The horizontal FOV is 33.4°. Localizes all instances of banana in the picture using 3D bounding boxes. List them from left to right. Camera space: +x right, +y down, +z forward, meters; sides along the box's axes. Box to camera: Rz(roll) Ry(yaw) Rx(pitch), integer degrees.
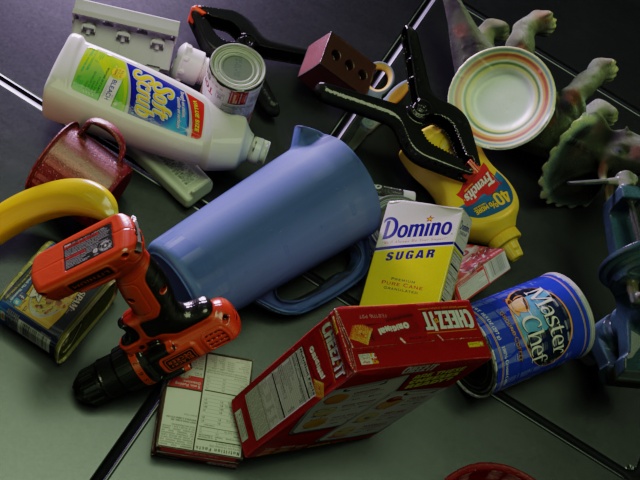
[{"bbox_3d":[-0.284,-0.027,1.092,0.198,0.037,0.069,-8,54,23],"label":"banana"}]

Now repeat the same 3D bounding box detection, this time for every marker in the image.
[{"bbox_3d":[0.054,-0.061,1.281,0.121,0.020,0.020,11,60,-11],"label":"marker"}]

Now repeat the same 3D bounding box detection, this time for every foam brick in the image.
[{"bbox_3d":[0.021,-0.208,1.317,0.078,0.051,0.053,32,60,-26],"label":"foam brick"}]

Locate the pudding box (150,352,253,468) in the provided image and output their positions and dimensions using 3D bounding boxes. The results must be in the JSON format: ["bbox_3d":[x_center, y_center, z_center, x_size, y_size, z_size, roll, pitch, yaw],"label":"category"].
[{"bbox_3d":[-0.119,0.170,1.091,0.090,0.039,0.113,12,62,-12],"label":"pudding box"}]

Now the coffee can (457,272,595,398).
[{"bbox_3d":[0.218,0.104,1.190,0.140,0.103,0.103,-18,69,-24],"label":"coffee can"}]

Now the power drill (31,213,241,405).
[{"bbox_3d":[-0.192,0.071,1.017,0.184,0.187,0.057,-28,45,6],"label":"power drill"}]

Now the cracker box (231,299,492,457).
[{"bbox_3d":[0.033,0.133,1.034,0.163,0.214,0.072,-2,61,-35],"label":"cracker box"}]

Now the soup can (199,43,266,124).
[{"bbox_3d":[-0.106,-0.173,1.245,0.068,0.102,0.068,7,61,-13],"label":"soup can"}]

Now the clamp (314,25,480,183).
[{"bbox_3d":[0.104,-0.147,1.267,0.164,0.036,0.210,-30,76,-23],"label":"clamp"}]

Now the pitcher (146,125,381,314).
[{"bbox_3d":[-0.058,0.001,1.159,0.242,0.145,0.149,-33,63,-25],"label":"pitcher"}]

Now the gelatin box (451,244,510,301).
[{"bbox_3d":[0.161,0.037,1.226,0.089,0.073,0.030,-32,112,-29],"label":"gelatin box"}]

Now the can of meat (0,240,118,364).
[{"bbox_3d":[-0.271,0.061,1.095,0.084,0.057,0.102,32,57,5],"label":"can of meat"}]

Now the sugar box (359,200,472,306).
[{"bbox_3d":[0.099,0.045,1.171,0.093,0.048,0.176,8,75,27],"label":"sugar box"}]

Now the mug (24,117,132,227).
[{"bbox_3d":[-0.251,-0.077,1.147,0.081,0.117,0.093,36,19,-2],"label":"mug"}]

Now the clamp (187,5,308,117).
[{"bbox_3d":[-0.084,-0.239,1.327,0.171,0.039,0.120,43,51,2],"label":"clamp"}]

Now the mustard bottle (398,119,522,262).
[{"bbox_3d":[0.184,-0.055,1.294,0.096,0.058,0.192,-25,72,-25],"label":"mustard bottle"}]

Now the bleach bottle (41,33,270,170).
[{"bbox_3d":[-0.177,-0.144,1.198,0.250,0.068,0.102,19,57,-4],"label":"bleach bottle"}]

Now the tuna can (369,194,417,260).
[{"bbox_3d":[0.090,-0.010,1.255,0.086,0.034,0.086,7,60,-13],"label":"tuna can"}]

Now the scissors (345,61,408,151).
[{"bbox_3d":[0.051,-0.162,1.338,0.201,0.016,0.096,-33,74,-29],"label":"scissors"}]
